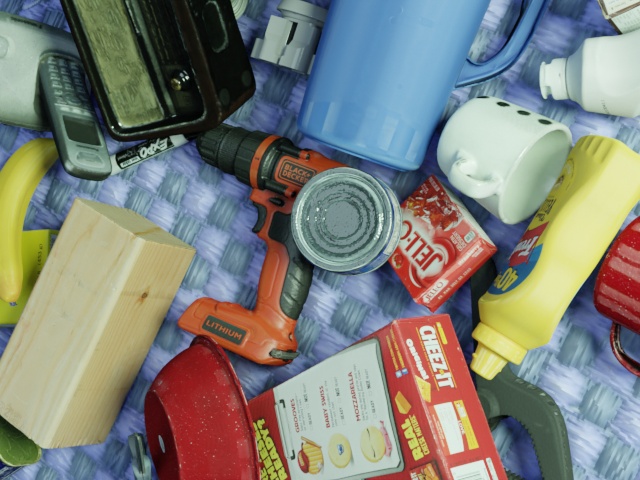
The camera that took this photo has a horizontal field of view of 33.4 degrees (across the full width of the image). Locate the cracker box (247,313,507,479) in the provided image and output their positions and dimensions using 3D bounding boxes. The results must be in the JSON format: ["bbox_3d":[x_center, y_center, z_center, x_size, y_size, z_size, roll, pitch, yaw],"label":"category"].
[{"bbox_3d":[0.034,0.171,0.816,0.214,0.071,0.164,-35,67,42],"label":"cracker box"}]

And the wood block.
[{"bbox_3d":[-0.210,0.077,0.976,0.090,0.090,0.206,30,97,26],"label":"wood block"}]

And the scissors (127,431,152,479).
[{"bbox_3d":[-0.154,0.179,0.903,0.016,0.202,0.096,-11,50,-13],"label":"scissors"}]

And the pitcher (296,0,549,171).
[{"bbox_3d":[0.078,-0.180,0.851,0.149,0.144,0.243,25,99,39],"label":"pitcher"}]

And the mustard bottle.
[{"bbox_3d":[0.167,0.017,0.779,0.058,0.096,0.191,31,92,-4],"label":"mustard bottle"}]

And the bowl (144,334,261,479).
[{"bbox_3d":[-0.105,0.161,0.881,0.162,0.055,0.162,38,134,55],"label":"bowl"}]

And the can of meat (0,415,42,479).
[{"bbox_3d":[-0.331,0.191,1.043,0.084,0.057,0.102,-34,69,22],"label":"can of meat"}]

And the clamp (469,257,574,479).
[{"bbox_3d":[0.117,0.134,0.832,0.165,0.036,0.210,-40,64,19],"label":"clamp"}]

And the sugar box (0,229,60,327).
[{"bbox_3d":[-0.329,0.041,1.066,0.176,0.048,0.093,-4,79,25],"label":"sugar box"}]

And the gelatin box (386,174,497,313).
[{"bbox_3d":[0.089,0.001,0.850,0.073,0.030,0.089,-45,43,15],"label":"gelatin box"}]

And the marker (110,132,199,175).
[{"bbox_3d":[-0.153,-0.090,1.008,0.121,0.020,0.020,-20,75,24],"label":"marker"}]

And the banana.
[{"bbox_3d":[-0.289,-0.029,1.018,0.070,0.037,0.197,-7,55,29],"label":"banana"}]

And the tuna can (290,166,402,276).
[{"bbox_3d":[0.020,-0.015,0.849,0.086,0.033,0.086,-2,84,17],"label":"tuna can"}]

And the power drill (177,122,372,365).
[{"bbox_3d":[-0.056,0.001,0.925,0.185,0.057,0.188,22,94,27],"label":"power drill"}]
